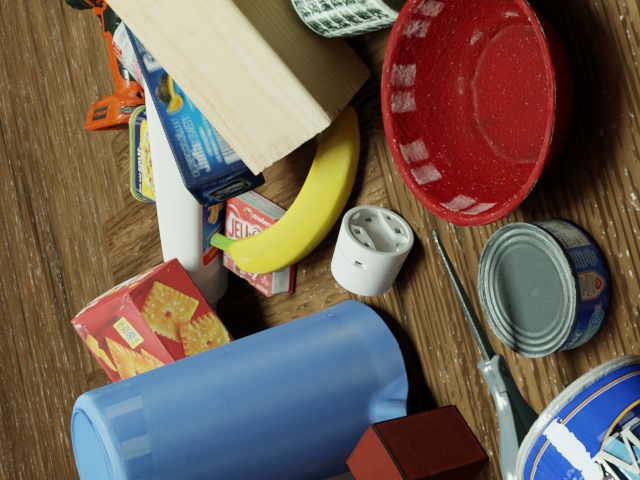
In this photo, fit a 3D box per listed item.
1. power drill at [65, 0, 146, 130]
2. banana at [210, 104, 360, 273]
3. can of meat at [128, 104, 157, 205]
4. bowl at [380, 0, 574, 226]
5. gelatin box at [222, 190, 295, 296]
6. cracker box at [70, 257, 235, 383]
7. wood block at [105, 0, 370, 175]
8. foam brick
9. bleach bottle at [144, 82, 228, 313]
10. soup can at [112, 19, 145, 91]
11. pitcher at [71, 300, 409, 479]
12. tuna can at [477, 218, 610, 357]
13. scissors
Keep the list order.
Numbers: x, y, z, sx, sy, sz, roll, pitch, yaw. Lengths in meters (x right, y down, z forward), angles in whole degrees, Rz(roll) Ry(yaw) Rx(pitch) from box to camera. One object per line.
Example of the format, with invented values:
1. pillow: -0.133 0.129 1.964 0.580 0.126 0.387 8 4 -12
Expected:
1. power drill: -0.231 -0.216 1.169 0.185 0.057 0.188 2 98 57
2. banana: -0.020 -0.027 0.880 0.069 0.037 0.198 46 124 -2
3. can of meat: -0.148 -0.081 1.074 0.084 0.057 0.102 23 116 51
4. bowl: 0.108 -0.092 0.679 0.162 0.055 0.162 18 112 54
5. gelatin box: -0.056 0.001 0.974 0.089 0.030 0.073 31 122 50
6. cracker box: -0.132 0.133 1.011 0.213 0.072 0.164 57 148 -7
7. wood block: -0.070 -0.166 0.799 0.090 0.090 0.206 -30 106 39
8. foam brick: 0.070 0.159 0.773 0.051 0.078 0.053 58 138 33
9. bleach bottle: -0.114 -0.039 1.011 0.068 0.102 0.251 10 117 21
10. soup can: -0.156 -0.178 1.053 0.102 0.068 0.069 48 134 41
11. pitcher: -0.064 0.136 0.822 0.145 0.242 0.149 62 150 26
12. tuna can: 0.141 0.029 0.675 0.086 0.033 0.086 18 112 54
13. scissors: 0.108 0.096 0.653 0.016 0.096 0.201 -25 103 27
